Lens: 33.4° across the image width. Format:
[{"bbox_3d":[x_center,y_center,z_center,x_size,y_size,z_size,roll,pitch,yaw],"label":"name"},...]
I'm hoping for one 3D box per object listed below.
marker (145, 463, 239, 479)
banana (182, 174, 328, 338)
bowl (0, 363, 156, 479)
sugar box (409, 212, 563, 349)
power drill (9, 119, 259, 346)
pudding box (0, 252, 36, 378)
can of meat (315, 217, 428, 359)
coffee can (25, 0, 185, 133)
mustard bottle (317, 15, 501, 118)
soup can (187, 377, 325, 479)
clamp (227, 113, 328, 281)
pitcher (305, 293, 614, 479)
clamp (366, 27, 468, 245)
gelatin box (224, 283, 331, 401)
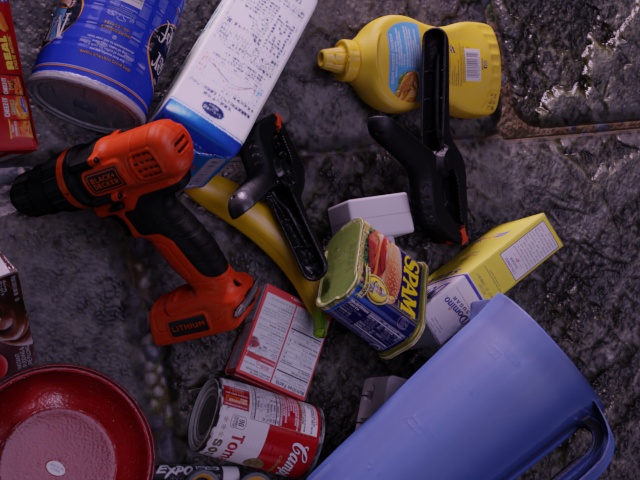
[{"bbox_3d":[-0.129,0.202,0.918,0.121,0.020,0.020,8,78,-24],"label":"marker"},{"bbox_3d":[-0.047,-0.001,0.967,0.198,0.037,0.069,46,25,3],"label":"banana"},{"bbox_3d":[-0.209,0.178,0.849,0.162,0.055,0.162,2,81,-15],"label":"bowl"},{"bbox_3d":[0.142,0.040,1.033,0.176,0.093,0.048,-32,95,-27],"label":"sugar box"},{"bbox_3d":[-0.150,-0.001,0.882,0.187,0.185,0.057,59,37,-25],"label":"power drill"},{"bbox_3d":[-0.274,0.068,0.825,0.089,0.113,0.039,-26,50,-27],"label":"pudding box"},{"bbox_3d":[0.046,0.041,0.954,0.083,0.058,0.102,37,39,-24],"label":"can of meat"},{"bbox_3d":[-0.179,-0.175,0.911,0.102,0.103,0.140,22,72,-21],"label":"coffee can"},{"bbox_3d":[0.087,-0.174,1.063,0.191,0.058,0.096,0,88,-26],"label":"mustard bottle"},{"bbox_3d":[-0.056,0.164,0.931,0.102,0.069,0.068,20,73,-21],"label":"soup can"},{"bbox_3d":[-0.047,-0.054,0.941,0.120,0.039,0.171,42,25,-49],"label":"clamp"},{"bbox_3d":[0.114,0.175,0.896,0.243,0.149,0.145,-41,98,-2],"label":"pitcher"},{"bbox_3d":[0.100,-0.074,1.009,0.164,0.036,0.210,-50,134,-46],"label":"clamp"},{"bbox_3d":[-0.038,0.094,0.974,0.073,0.030,0.089,27,70,-21],"label":"gelatin box"}]
